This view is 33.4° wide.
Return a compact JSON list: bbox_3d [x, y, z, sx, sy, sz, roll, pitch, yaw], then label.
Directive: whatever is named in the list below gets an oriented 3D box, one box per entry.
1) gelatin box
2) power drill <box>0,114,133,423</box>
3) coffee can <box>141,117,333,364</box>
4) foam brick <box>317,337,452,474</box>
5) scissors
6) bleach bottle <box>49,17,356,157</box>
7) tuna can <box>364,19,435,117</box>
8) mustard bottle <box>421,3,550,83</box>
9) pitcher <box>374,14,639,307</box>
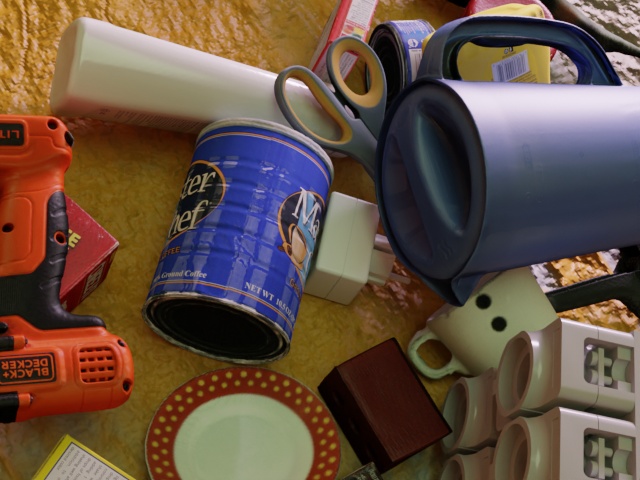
[{"bbox_3d":[0.016,-0.155,0.841,0.030,0.089,0.073,23,62,-7],"label":"gelatin box"},{"bbox_3d":[-0.210,0.019,0.631,0.184,0.057,0.187,-1,72,-25],"label":"power drill"},{"bbox_3d":[-0.055,0.001,0.740,0.102,0.103,0.140,18,62,-8],"label":"coffee can"},{"bbox_3d":[0.043,0.118,0.744,0.051,0.053,0.078,-25,74,-25],"label":"foam brick"},{"bbox_3d":[0.052,-0.069,0.786,0.201,0.016,0.096,39,70,-21],"label":"scissors"},{"bbox_3d":[-0.068,-0.104,0.799,0.250,0.103,0.068,10,89,-22],"label":"bleach bottle"},{"bbox_3d":[0.065,-0.132,0.848,0.033,0.086,0.086,-6,68,-18],"label":"tuna can"},{"bbox_3d":[0.142,-0.077,0.819,0.096,0.058,0.191,-25,113,-22],"label":"mustard bottle"},{"bbox_3d":[0.168,-0.059,0.735,0.242,0.149,0.145,-6,49,-27],"label":"pitcher"}]
